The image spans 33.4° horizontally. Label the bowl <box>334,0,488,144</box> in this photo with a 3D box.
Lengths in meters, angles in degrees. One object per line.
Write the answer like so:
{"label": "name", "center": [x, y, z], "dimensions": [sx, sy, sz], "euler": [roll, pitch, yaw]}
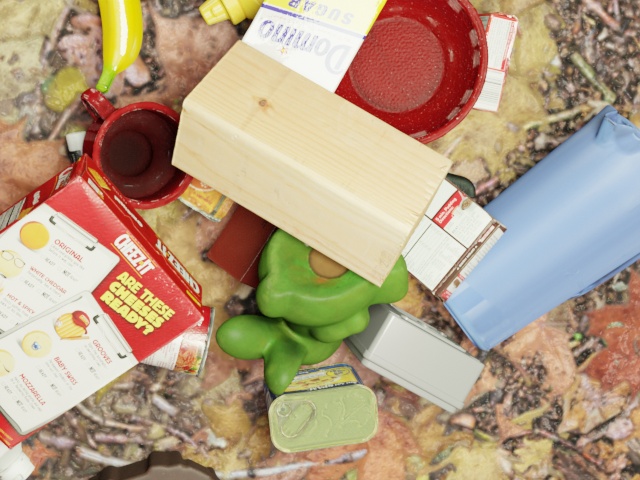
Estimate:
{"label": "bowl", "center": [0.069, -0.163, 0.970], "dimensions": [0.162, 0.055, 0.162], "euler": [0, 92, 4]}

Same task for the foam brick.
{"label": "foam brick", "center": [-0.057, 0.001, 0.997], "dimensions": [0.078, 0.053, 0.051], "euler": [-56, 145, 4]}

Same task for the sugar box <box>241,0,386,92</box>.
{"label": "sugar box", "center": [0.011, -0.218, 0.916], "dimensions": [0.093, 0.048, 0.176], "euler": [29, 93, -7]}

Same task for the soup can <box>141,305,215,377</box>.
{"label": "soup can", "center": [-0.156, 0.085, 1.001], "dimensions": [0.102, 0.068, 0.068], "euler": [13, 98, -10]}

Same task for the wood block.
{"label": "wood block", "center": [-0.009, -0.064, 0.887], "dimensions": [0.206, 0.090, 0.090], "euler": [31, 55, 6]}

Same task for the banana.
{"label": "banana", "center": [-0.191, -0.233, 0.933], "dimensions": [0.037, 0.069, 0.198], "euler": [-2, 116, 20]}

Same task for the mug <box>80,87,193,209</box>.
{"label": "mug", "center": [-0.173, -0.086, 0.949], "dimensions": [0.093, 0.082, 0.117], "euler": [-45, 112, -12]}

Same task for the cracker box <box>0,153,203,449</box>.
{"label": "cracker box", "center": [-0.232, 0.054, 0.906], "dimensions": [0.214, 0.072, 0.164], "euler": [-34, 114, 8]}

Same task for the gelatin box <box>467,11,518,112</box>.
{"label": "gelatin box", "center": [0.151, -0.166, 0.995], "dimensions": [0.030, 0.073, 0.089], "euler": [10, 98, -13]}

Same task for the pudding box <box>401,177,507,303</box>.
{"label": "pudding box", "center": [0.097, -0.013, 0.969], "dimensions": [0.114, 0.039, 0.090], "euler": [42, 95, 30]}

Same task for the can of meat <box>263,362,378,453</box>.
{"label": "can of meat", "center": [-0.003, 0.158, 1.028], "dimensions": [0.102, 0.084, 0.057], "euler": [-7, 102, -7]}

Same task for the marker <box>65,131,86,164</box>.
{"label": "marker", "center": [-0.215, -0.041, 0.993], "dimensions": [0.020, 0.020, 0.121], "euler": [-11, 102, -6]}

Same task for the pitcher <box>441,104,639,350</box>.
{"label": "pitcher", "center": [0.223, 0.000, 1.017], "dimensions": [0.243, 0.145, 0.149], "euler": [-37, 91, 3]}
